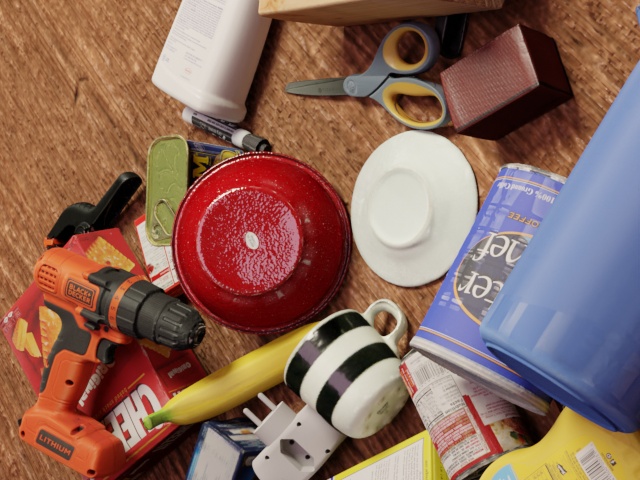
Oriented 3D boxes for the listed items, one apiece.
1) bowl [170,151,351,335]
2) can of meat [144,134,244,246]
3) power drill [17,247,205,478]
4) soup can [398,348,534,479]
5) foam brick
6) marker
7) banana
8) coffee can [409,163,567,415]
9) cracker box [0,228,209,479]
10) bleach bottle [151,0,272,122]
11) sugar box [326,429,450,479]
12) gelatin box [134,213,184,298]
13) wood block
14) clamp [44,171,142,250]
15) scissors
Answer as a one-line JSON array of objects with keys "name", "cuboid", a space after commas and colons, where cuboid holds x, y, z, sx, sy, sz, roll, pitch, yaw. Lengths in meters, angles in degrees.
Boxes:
[{"name": "bowl", "cuboid": [-0.056, 0.001, 0.911, 0.162, 0.055, 0.162, 0, 88, 7]}, {"name": "can of meat", "cuboid": [-0.114, -0.042, 1.001, 0.058, 0.083, 0.102, -3, 85, 42]}, {"name": "power drill", "cuboid": [-0.197, 0.116, 0.974, 0.185, 0.057, 0.188, 22, 103, 27]}, {"name": "soup can", "cuboid": [0.108, 0.125, 0.796, 0.069, 0.068, 0.102, -42, 60, 32]}, {"name": "foam brick", "cuboid": [0.138, -0.116, 0.799, 0.078, 0.052, 0.051, -29, 68, 36]}, {"name": "marker", "cuboid": [-0.090, -0.105, 1.029, 0.121, 0.020, 0.020, 28, 105, 40]}, {"name": "banana", "cuboid": [-0.060, 0.121, 0.943, 0.198, 0.069, 0.037, -29, 93, 10]}, {"name": "coffee can", "cuboid": [0.137, 0.033, 0.726, 0.103, 0.102, 0.140, 23, 82, 41]}, {"name": "cracker box", "cuboid": [-0.215, 0.121, 1.062, 0.164, 0.071, 0.214, -42, 73, 32]}, {"name": "bleach bottle", "cuboid": [-0.074, -0.245, 0.998, 0.103, 0.067, 0.251, 34, 107, 39]}, {"name": "sugar box", "cuboid": [0.038, 0.226, 0.847, 0.177, 0.048, 0.093, -37, 34, 37]}, {"name": "gelatin box", "cuboid": [-0.143, 0.006, 1.061, 0.073, 0.030, 0.089, -30, 70, 36]}, {"name": "wood block", "cuboid": [0.044, -0.222, 0.836, 0.206, 0.090, 0.091, 10, 98, 56]}, {"name": "clamp", "cuboid": [-0.239, 0.005, 1.144, 0.172, 0.039, 0.120, -20, 69, 46]}, {"name": "scissors", "cuboid": [0.036, -0.149, 0.904, 0.202, 0.016, 0.096, 26, 126, 41]}]
